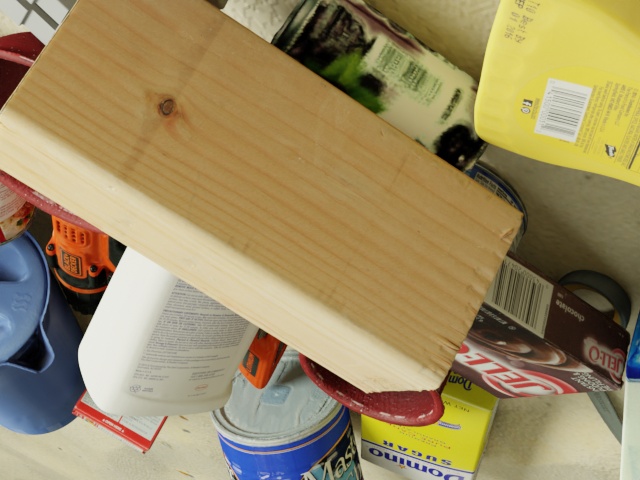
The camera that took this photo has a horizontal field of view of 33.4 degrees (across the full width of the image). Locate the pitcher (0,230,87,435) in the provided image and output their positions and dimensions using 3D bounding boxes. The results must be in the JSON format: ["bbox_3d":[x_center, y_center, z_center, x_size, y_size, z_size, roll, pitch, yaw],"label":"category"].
[{"bbox_3d":[-0.271,0.077,0.890,0.145,0.149,0.243,-8,157,-3],"label":"pitcher"}]

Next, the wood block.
[{"bbox_3d":[-0.029,-0.023,0.472,0.206,0.090,0.090,33,163,-11],"label":"wood block"}]

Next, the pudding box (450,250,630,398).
[{"bbox_3d":[0.095,0.047,0.573,0.113,0.039,0.090,33,151,-26],"label":"pudding box"}]

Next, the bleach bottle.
[{"bbox_3d":[-0.054,0.001,0.609,0.102,0.068,0.251,2,135,-36],"label":"bleach bottle"}]

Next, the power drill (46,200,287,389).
[{"bbox_3d":[-0.111,0.039,0.779,0.187,0.057,0.184,25,154,3],"label":"power drill"}]

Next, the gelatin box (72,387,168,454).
[{"bbox_3d":[-0.160,0.128,0.924,0.073,0.089,0.030,31,155,-5],"label":"gelatin box"}]

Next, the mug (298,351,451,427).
[{"bbox_3d":[0.037,0.047,0.646,0.117,0.081,0.093,43,147,-25],"label":"mug"}]

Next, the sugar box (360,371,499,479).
[{"bbox_3d":[0.077,0.127,0.774,0.093,0.048,0.176,19,148,14],"label":"sugar box"}]

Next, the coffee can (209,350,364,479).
[{"bbox_3d":[-0.021,0.171,0.825,0.103,0.102,0.140,8,126,30],"label":"coffee can"}]
